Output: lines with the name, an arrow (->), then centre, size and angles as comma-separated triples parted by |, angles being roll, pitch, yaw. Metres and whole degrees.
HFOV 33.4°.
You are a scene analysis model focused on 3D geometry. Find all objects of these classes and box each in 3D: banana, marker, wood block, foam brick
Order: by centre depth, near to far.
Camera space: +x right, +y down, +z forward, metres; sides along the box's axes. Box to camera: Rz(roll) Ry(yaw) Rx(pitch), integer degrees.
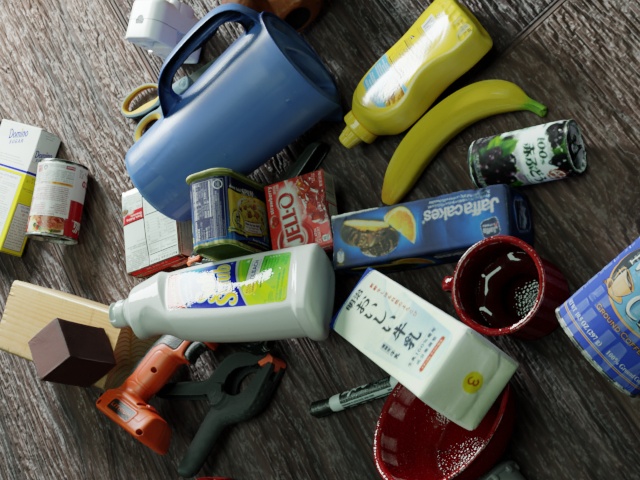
banana -> 0.134, -0.112, 1.104 | 0.198, 0.037, 0.069 | -32, 60, 24
marker -> 0.039, 0.162, 1.111 | 0.121, 0.020, 0.020 | -24, 66, 28
foam brick -> -0.277, 0.127, 1.192 | 0.051, 0.078, 0.053 | -37, 60, 19
wood block -> -0.292, 0.119, 1.309 | 0.206, 0.090, 0.091 | 13, 85, 36

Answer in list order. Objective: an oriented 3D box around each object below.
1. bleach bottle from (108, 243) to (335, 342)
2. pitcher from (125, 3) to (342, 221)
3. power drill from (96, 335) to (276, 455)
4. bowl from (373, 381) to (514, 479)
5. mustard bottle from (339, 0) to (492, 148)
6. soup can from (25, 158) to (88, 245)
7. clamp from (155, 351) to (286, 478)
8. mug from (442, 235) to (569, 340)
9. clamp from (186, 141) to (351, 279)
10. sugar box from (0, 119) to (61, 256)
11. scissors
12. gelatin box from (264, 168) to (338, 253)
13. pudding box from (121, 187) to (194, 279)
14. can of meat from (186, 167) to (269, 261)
bleach bottle -> -0.112, 0.069, 1.131 | 0.251, 0.068, 0.102 | -10, 47, 21
pitcher -> -0.109, -0.139, 1.198 | 0.243, 0.144, 0.149 | -39, 71, 18
power drill -> -0.150, 0.141, 1.188 | 0.185, 0.057, 0.187 | 20, 69, 47
bowl -> 0.126, 0.174, 1.002 | 0.162, 0.055, 0.162 | -37, 29, 25
mustard bottle -> 0.091, -0.169, 1.132 | 0.192, 0.058, 0.096 | -44, 39, 18
soup can -> -0.345, -0.050, 1.402 | 0.069, 0.068, 0.102 | 0, 78, 35
clamp -> -0.117, 0.173, 1.205 | 0.171, 0.039, 0.120 | -42, 57, 10
mug -> 0.173, 0.049, 1.008 | 0.117, 0.081, 0.093 | 1, 79, 35
clamp -> -0.058, 0.001, 1.208 | 0.210, 0.036, 0.164 | -28, 63, 22
sugar box -> -0.427, -0.074, 1.480 | 0.093, 0.048, 0.176 | 17, 85, 37
scissors -> -0.174, -0.177, 1.348 | 0.202, 0.016, 0.096 | -12, 73, 32
gelatin box -> -0.019, -0.025, 1.155 | 0.073, 0.030, 0.089 | -16, 68, 23
pudding box -> -0.198, -0.018, 1.310 | 0.090, 0.039, 0.113 | -18, 70, 29
can of meat -> -0.097, -0.022, 1.156 | 0.058, 0.102, 0.084 | -14, 71, 27
